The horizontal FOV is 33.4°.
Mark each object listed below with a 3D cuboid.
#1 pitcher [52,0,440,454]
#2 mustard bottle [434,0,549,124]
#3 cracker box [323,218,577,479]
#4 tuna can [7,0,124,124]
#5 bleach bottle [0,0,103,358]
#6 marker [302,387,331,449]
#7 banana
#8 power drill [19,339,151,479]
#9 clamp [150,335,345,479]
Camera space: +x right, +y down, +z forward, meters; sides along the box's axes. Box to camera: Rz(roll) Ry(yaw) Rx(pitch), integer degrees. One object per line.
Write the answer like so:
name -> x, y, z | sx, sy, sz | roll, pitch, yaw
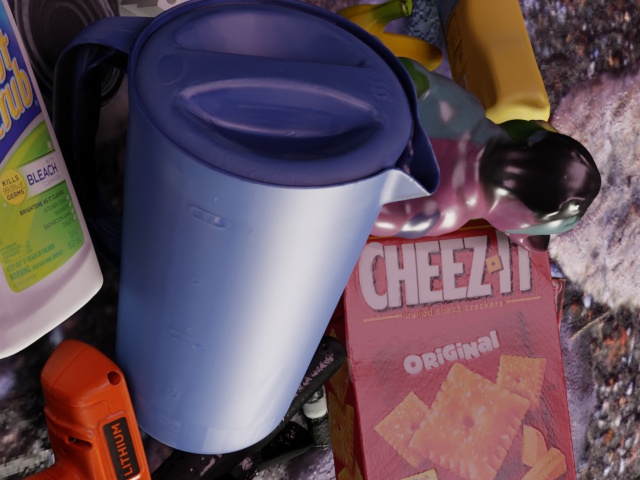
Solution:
pitcher -> -0.054, 0.001, 0.556 | 0.144, 0.149, 0.243 | -12, 143, -27
mustard bottle -> 0.117, -0.163, 0.788 | 0.096, 0.058, 0.191 | 90, -10, -68
cracker box -> 0.087, 0.094, 0.750 | 0.164, 0.072, 0.214 | -6, 88, -21
tuna can -> -0.142, -0.107, 0.566 | 0.086, 0.034, 0.086 | 27, 58, -54
bleach bottle -> -0.176, -0.077, 0.482 | 0.102, 0.068, 0.251 | -46, 125, -62
marker -> -0.009, 0.095, 0.757 | 0.020, 0.020, 0.121 | -29, 115, -39
banana -> 0.040, -0.130, 0.725 | 0.197, 0.070, 0.037 | -12, 103, -78
power drill -> -0.182, 0.130, 0.547 | 0.187, 0.057, 0.184 | -34, 133, -35
clamp -> -0.050, 0.126, 0.672 | 0.171, 0.039, 0.120 | -28, 145, -44
